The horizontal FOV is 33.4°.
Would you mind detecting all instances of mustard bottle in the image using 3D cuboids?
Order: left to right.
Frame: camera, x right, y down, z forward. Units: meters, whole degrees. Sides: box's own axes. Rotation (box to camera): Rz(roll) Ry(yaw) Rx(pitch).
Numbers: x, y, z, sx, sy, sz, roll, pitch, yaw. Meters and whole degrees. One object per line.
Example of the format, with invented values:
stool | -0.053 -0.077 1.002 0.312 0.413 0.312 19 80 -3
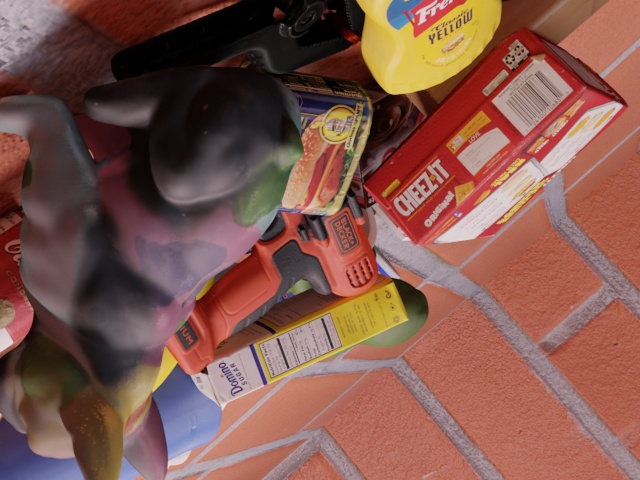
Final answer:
mustard bottle | 0.064 -0.163 0.641 0.096 0.058 0.191 -32 160 -3

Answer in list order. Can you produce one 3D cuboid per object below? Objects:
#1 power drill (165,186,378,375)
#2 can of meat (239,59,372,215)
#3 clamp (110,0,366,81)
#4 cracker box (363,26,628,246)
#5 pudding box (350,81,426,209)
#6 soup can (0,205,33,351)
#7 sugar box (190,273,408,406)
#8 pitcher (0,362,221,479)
power drill | -0.055 0.001 0.811 0.187 0.057 0.184 -32 121 -12
can of meat | -0.021 -0.067 0.731 0.083 0.057 0.102 4 123 -30
clamp | -0.015 -0.150 0.630 0.165 0.036 0.209 -48 163 23
cracker box | 0.144 -0.077 0.835 0.164 0.072 0.213 -45 166 19
pudding box | 0.060 -0.092 0.927 0.113 0.039 0.090 -30 124 -32
soup can | -0.203 0.034 0.639 0.102 0.068 0.068 -36 166 -20
sugar box | -0.024 0.079 0.900 0.176 0.048 0.093 -25 -169 -15
pitcher | -0.213 0.153 0.906 0.242 0.149 0.145 -23 174 -42
